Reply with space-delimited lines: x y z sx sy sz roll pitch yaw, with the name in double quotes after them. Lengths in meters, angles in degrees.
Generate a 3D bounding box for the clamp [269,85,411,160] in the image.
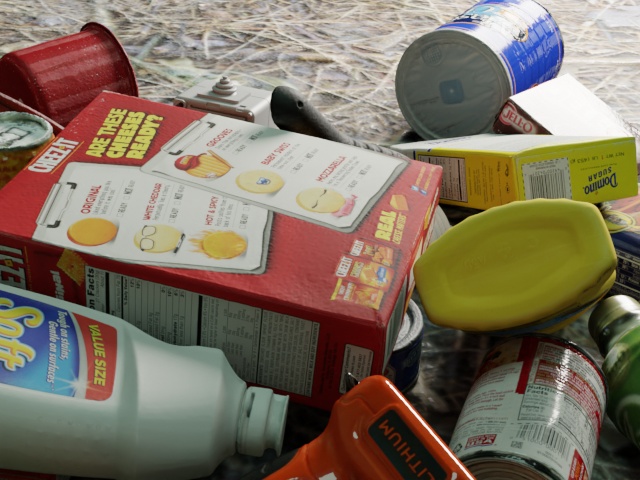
0.008 -0.054 0.697 0.171 0.039 0.120 16 -10 -23 "clamp"

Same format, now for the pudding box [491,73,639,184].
0.203 -0.077 0.836 0.089 0.039 0.113 -26 64 -41 "pudding box"

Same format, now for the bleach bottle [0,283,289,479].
-0.139 0.061 0.498 0.251 0.068 0.102 9 31 2 "bleach bottle"

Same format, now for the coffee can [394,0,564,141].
0.140 -0.149 0.923 0.103 0.103 0.140 18 32 24 "coffee can"

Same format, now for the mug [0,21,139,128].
-0.209 -0.116 0.852 0.081 0.093 0.117 -25 9 -34 "mug"

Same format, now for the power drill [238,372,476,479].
-0.023 0.140 0.388 0.187 0.057 0.185 -26 39 -13 "power drill"

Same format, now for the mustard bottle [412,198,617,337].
0.115 0.023 0.596 0.096 0.058 0.191 -21 -13 12 "mustard bottle"

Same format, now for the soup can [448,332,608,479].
0.098 0.099 0.513 0.068 0.068 0.102 13 31 15 "soup can"

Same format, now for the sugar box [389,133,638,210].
0.128 -0.049 0.746 0.093 0.048 0.176 -9 7 -21 "sugar box"

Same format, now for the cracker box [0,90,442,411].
-0.054 0.001 0.582 0.214 0.072 0.164 13 34 10 "cracker box"
